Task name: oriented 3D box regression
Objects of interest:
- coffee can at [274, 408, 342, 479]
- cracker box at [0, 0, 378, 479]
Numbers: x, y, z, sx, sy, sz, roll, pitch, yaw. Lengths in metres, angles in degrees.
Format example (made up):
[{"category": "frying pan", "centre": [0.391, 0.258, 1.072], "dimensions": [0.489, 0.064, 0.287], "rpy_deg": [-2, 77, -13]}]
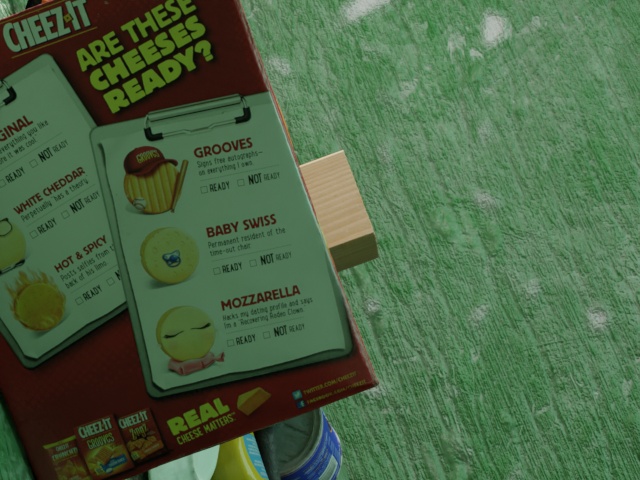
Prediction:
[{"category": "coffee can", "centre": [-0.038, 0.200, 1.062], "dimensions": [0.140, 0.103, 0.103], "rpy_deg": [69, 1, -63]}, {"category": "cracker box", "centre": [-0.085, -0.007, 0.506], "dimensions": [0.072, 0.164, 0.214], "rpy_deg": [-121, -169, -85]}]
